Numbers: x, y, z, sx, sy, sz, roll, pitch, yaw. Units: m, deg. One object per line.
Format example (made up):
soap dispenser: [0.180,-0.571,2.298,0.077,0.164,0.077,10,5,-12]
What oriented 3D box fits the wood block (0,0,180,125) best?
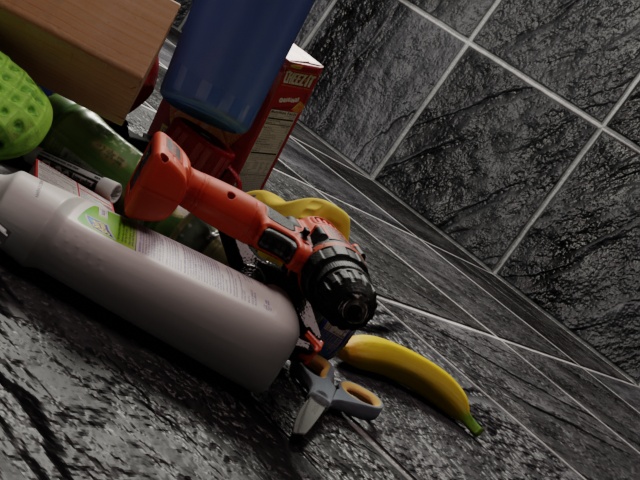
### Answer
wood block: [-0.238,-0.196,0.911,0.206,0.090,0.091,27,-28,-11]

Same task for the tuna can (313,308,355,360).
tuna can: [0.005,0.064,0.961,0.033,0.086,0.086,31,9,-19]

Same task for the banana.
banana: [0.087,0.132,1.069,0.197,0.037,0.070,31,8,-28]

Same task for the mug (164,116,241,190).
mug: [-0.139,-0.077,1.189,0.117,0.081,0.093,37,9,9]

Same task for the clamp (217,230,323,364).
clamp: [-0.063,0.028,0.875,0.171,0.120,0.039,37,-31,-4]

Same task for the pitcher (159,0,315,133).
pitcher: [-0.086,-0.248,1.186,0.145,0.243,0.149,23,-3,16]

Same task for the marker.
marker: [-0.224,-0.063,0.913,0.121,0.020,0.020,24,5,17]

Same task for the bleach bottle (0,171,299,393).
bleach bottle: [-0.137,0.017,0.749,0.250,0.068,0.102,30,9,-18]

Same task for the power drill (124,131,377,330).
power drill: [-0.051,-0.005,0.786,0.187,0.057,0.184,29,7,-16]

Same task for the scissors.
scissors: [0.014,0.133,0.840,0.096,0.016,0.202,29,9,-10]

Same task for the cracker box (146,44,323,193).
cracker box: [-0.114,-0.164,1.313,0.164,0.214,0.071,41,25,30]

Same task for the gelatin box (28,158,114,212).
gelatin box: [-0.199,-0.024,0.839,0.073,0.030,0.089,31,8,-22]

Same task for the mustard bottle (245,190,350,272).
mustard bottle: [-0.057,0.001,0.992,0.058,0.096,0.192,29,-10,-36]
